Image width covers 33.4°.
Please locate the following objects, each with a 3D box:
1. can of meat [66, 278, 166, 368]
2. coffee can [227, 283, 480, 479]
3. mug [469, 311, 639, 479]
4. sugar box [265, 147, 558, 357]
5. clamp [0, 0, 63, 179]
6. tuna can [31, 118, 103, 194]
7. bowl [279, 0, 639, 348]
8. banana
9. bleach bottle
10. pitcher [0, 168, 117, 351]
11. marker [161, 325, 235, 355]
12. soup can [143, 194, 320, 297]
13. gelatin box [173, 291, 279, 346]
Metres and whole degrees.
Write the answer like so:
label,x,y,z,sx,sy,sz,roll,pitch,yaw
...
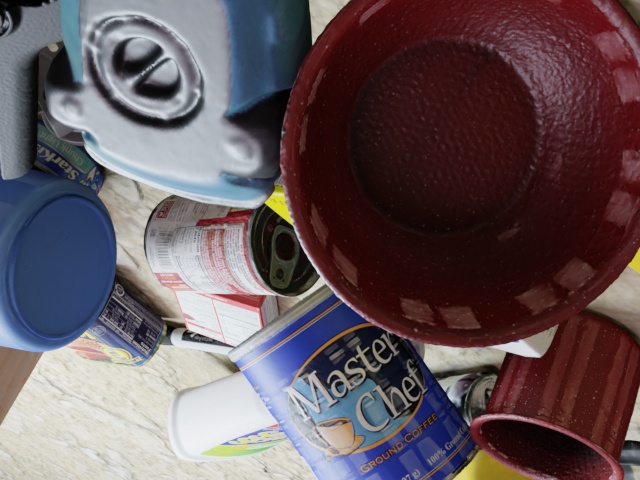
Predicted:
label,x,y,z,sx,sy,sz,roll,pitch,yaw
can of meat,-0.195,0.066,0.921,0.102,0.057,0.083,3,148,39
coffee can,0.022,0.100,0.687,0.140,0.102,0.103,55,151,2
mug,0.144,0.099,0.657,0.093,0.081,0.117,28,153,-4
sugar box,0.051,0.004,0.571,0.094,0.048,0.176,11,158,46
clamp,-0.164,-0.115,0.486,0.164,0.036,0.210,24,136,-32
tuna can,-0.194,-0.049,0.739,0.086,0.033,0.086,20,153,11
bowl,0.060,-0.039,0.448,0.162,0.162,0.055,33,-175,-15
banana,0.113,-0.023,0.516,0.197,0.037,0.070,30,153,-9
bleach bottle,-0.039,0.131,0.872,0.102,0.068,0.251,2,162,-26
pitcher,-0.263,-0.001,0.695,0.243,0.149,0.145,9,138,29
marker,-0.100,0.086,0.914,0.121,0.020,0.020,4,146,37
soup can,-0.054,0.001,0.669,0.102,0.068,0.068,-1,143,43
gelatin box,-0.070,0.049,0.812,0.073,0.030,0.089,17,152,13
